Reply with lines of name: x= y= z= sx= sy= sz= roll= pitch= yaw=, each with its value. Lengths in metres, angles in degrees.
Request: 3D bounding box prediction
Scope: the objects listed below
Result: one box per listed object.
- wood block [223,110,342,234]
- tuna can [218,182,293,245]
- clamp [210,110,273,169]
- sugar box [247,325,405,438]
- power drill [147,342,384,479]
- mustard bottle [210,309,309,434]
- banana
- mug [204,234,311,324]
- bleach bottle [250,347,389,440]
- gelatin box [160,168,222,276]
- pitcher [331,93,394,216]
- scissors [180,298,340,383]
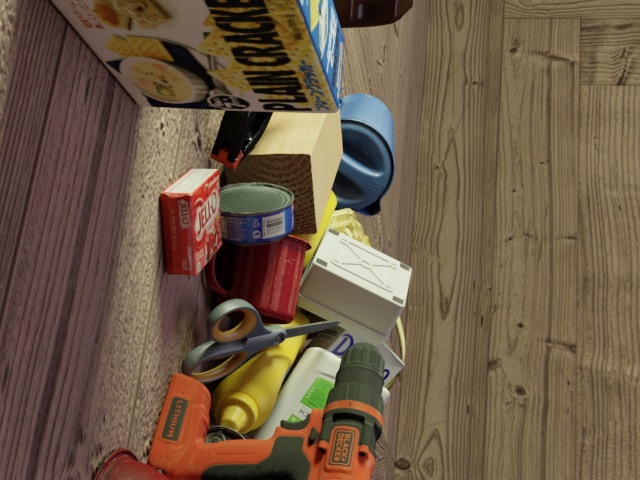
wood block: x=-0.035 y=-0.092 z=1.152 sx=0.206 sy=0.090 sz=0.091 roll=-73 pitch=160 yaw=-61
tuna can: x=-0.068 y=-0.025 z=1.010 sx=0.086 sy=0.086 sz=0.034 roll=-65 pitch=156 yaw=-66
clamp: x=-0.055 y=-0.153 z=1.024 sx=0.171 sy=0.039 sz=0.120 roll=-63 pitch=162 yaw=-16
sugar box: x=0.002 y=0.168 z=1.181 sx=0.093 sy=0.176 sz=0.048 roll=46 pitch=-5 yaw=-27
power drill: x=-0.041 y=0.159 z=0.910 sx=0.057 sy=0.188 sz=0.184 roll=79 pitch=18 yaw=-46
mustard bottle: x=-0.067 y=0.140 z=1.077 sx=0.096 sy=0.058 sz=0.191 roll=-48 pitch=-175 yaw=23
banana: x=-0.011 y=-0.021 z=1.182 sx=0.070 sy=0.037 sz=0.197 roll=-59 pitch=-177 yaw=32
mug: x=-0.068 y=0.034 z=1.053 sx=0.117 sy=0.093 sz=0.081 roll=22 pitch=73 yaw=-47
bleach bottle: x=-0.033 y=0.239 z=1.090 sx=0.250 sy=0.102 sz=0.068 roll=-59 pitch=-170 yaw=-14
gelatin box: x=-0.110 y=-0.017 z=0.927 sx=0.089 sy=0.030 sz=0.073 roll=-60 pitch=151 yaw=-70
pitcher: x=0.043 y=-0.147 z=1.548 sx=0.242 sy=0.145 sz=0.149 roll=-72 pitch=177 yaw=-69
scissors: x=-0.046 y=0.077 z=1.006 sx=0.201 sy=0.016 sz=0.096 roll=-22 pitch=139 yaw=-38
